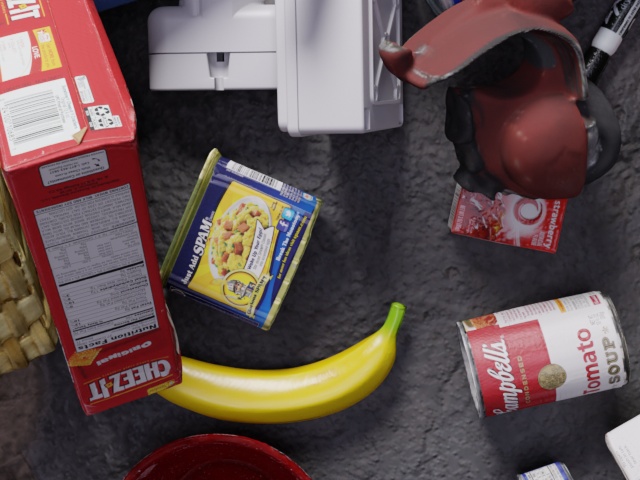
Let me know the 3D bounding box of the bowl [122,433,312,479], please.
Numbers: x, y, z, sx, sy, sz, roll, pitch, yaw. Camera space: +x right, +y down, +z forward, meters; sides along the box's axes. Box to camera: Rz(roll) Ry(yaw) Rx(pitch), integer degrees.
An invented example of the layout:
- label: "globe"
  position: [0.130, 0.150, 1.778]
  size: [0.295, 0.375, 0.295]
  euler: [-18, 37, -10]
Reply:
- label: "bowl"
  position: [-0.069, 0.207, 0.757]
  size: [0.162, 0.055, 0.162]
  euler: [0, 98, 2]

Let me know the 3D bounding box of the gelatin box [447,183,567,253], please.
- label: "gelatin box"
  position: [0.132, -0.042, 0.726]
  size: [0.073, 0.030, 0.089]
  euler: [11, 99, 0]

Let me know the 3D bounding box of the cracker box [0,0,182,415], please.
- label: "cracker box"
  position: [-0.140, -0.028, 0.622]
  size: [0.072, 0.164, 0.214]
  euler: [-16, 140, -12]

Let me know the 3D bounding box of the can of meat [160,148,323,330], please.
- label: "can of meat"
  position: [-0.055, 0.001, 0.727]
  size: [0.084, 0.057, 0.102]
  euler: [23, 99, -4]

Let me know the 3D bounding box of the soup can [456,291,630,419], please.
- label: "soup can"
  position: [0.150, 0.077, 0.724]
  size: [0.102, 0.068, 0.068]
  euler: [-13, 97, 3]

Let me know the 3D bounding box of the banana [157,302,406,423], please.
- label: "banana"
  position: [-0.030, 0.095, 0.751]
  size: [0.198, 0.037, 0.069]
  euler: [-12, 86, 3]
